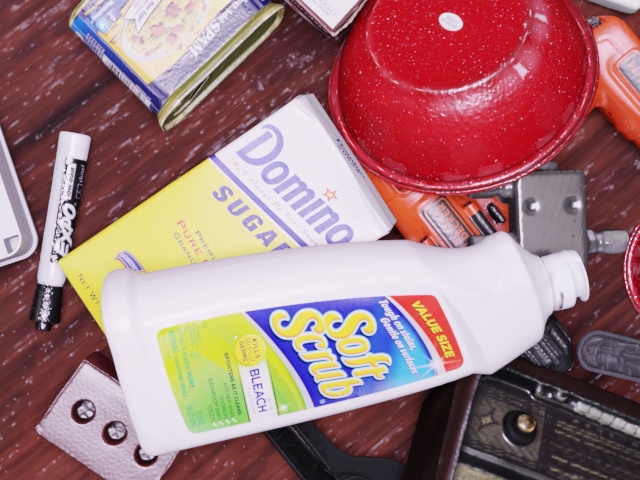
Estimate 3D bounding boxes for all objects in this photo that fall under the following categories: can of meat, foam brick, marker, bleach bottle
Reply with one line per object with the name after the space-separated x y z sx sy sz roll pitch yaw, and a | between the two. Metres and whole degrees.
-0.087 -0.131 0.636 0.102 0.057 0.084 -45 92 -4 | can of meat
-0.120 0.110 0.633 0.078 0.051 0.053 35 87 -4 | foam brick
-0.159 -0.005 0.647 0.020 0.020 0.121 10 89 -5 | marker
0.018 0.040 0.573 0.250 0.068 0.102 -13 113 -2 | bleach bottle

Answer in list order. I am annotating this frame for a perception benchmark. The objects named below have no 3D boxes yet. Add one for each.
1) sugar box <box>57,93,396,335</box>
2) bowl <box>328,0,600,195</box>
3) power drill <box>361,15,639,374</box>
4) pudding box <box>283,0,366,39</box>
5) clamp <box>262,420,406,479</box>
-0.054 0.001 0.620 0.176 0.048 0.093 -34 92 15 | sugar box
0.076 -0.109 0.612 0.162 0.055 0.162 -7 63 13 | bowl
0.143 -0.031 0.654 0.187 0.057 0.184 -39 93 -4 | power drill
-0.024 -0.165 0.609 0.113 0.090 0.039 40 97 -8 | pudding box
0.010 0.162 0.614 0.210 0.164 0.036 32 126 -12 | clamp
